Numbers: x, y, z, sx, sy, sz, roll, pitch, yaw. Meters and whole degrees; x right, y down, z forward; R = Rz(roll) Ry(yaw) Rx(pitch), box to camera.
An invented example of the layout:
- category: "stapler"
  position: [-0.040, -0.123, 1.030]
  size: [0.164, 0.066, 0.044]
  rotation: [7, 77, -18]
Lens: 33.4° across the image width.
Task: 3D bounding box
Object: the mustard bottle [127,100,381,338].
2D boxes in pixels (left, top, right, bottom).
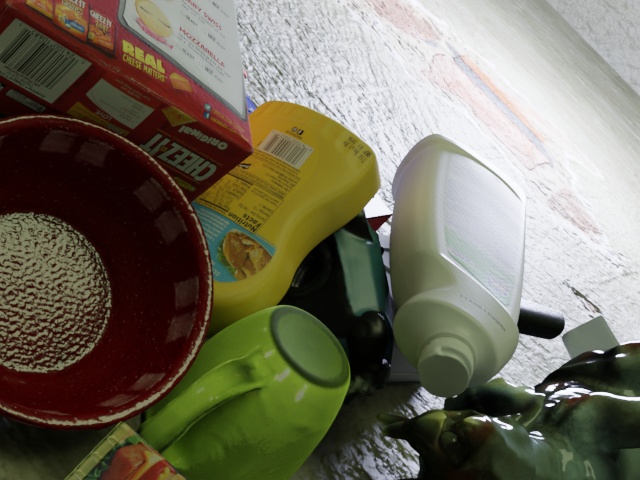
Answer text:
- category: "mustard bottle"
  position: [-0.054, 0.001, 0.640]
  size: [0.096, 0.191, 0.058]
  rotation: [29, -26, 26]

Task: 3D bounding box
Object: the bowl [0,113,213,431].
- category: "bowl"
  position: [-0.137, 0.020, 0.545]
  size: [0.161, 0.055, 0.162]
  rotation: [12, 68, -32]

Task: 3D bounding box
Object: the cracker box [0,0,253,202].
- category: "cracker box"
  position: [-0.128, -0.145, 0.625]
  size: [0.164, 0.072, 0.214]
  rotation: [28, 38, -39]

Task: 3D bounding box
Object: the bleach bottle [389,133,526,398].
- category: "bleach bottle"
  position: [0.083, 0.016, 0.697]
  size: [0.102, 0.068, 0.250]
  rotation: [32, 28, -5]
